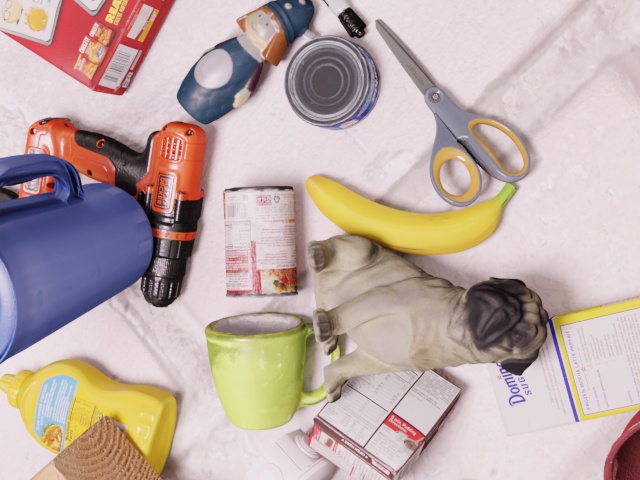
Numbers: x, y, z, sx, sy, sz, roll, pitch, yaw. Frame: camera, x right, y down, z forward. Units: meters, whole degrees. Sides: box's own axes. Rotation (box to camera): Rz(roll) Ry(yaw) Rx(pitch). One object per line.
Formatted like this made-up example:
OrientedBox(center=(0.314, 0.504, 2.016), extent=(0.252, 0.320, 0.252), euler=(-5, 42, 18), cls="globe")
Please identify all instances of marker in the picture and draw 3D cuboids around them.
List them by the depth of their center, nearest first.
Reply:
OrientedBox(center=(0.003, -0.237, 0.998), extent=(0.020, 0.020, 0.121), euler=(-39, 79, 16), cls="marker")

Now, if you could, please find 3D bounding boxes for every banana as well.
OrientedBox(center=(0.076, -0.021, 0.970), extent=(0.198, 0.037, 0.069), euler=(4, 63, 17), cls="banana")

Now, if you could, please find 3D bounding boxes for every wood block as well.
OrientedBox(center=(-0.257, 0.270, 1.031), extent=(0.091, 0.090, 0.206), euler=(49, 122, 0), cls="wood block")

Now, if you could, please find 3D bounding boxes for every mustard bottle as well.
OrientedBox(center=(-0.242, 0.173, 1.075), extent=(0.192, 0.058, 0.096), euler=(17, 103, 18), cls="mustard bottle")

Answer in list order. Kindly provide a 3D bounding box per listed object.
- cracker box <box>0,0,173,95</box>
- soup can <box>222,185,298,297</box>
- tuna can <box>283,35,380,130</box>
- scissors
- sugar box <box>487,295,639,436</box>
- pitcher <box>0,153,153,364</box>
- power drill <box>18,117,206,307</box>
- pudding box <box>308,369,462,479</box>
OrientedBox(center=(-0.252, -0.266, 1.062), extent=(0.214, 0.072, 0.164), euler=(33, 101, 17), cls="cracker box")
OrientedBox(center=(-0.057, 0.001, 0.999), extent=(0.069, 0.068, 0.102), euler=(-2, 90, 20), cls="soup can")
OrientedBox(center=(0.010, -0.146, 0.990), extent=(0.086, 0.033, 0.086), euler=(0, 91, 20), cls="tuna can")
OrientedBox(center=(0.096, -0.108, 0.957), extent=(0.202, 0.016, 0.096), euler=(40, 85, 16), cls="scissors")
OrientedBox(center=(0.234, 0.103, 0.910), extent=(0.176, 0.048, 0.093), euler=(-15, 86, 23), cls="sugar box")
OrientedBox(center=(-0.245, 0.011, 0.920), extent=(0.149, 0.242, 0.145), euler=(-28, 92, 25), cls="pitcher")
OrientedBox(center=(-0.206, -0.039, 1.059), extent=(0.188, 0.057, 0.184), euler=(14, 100, 17), cls="power drill")
OrientedBox(center=(0.058, 0.151, 0.944), extent=(0.090, 0.113, 0.039), euler=(33, 143, 17), cls="pudding box")
